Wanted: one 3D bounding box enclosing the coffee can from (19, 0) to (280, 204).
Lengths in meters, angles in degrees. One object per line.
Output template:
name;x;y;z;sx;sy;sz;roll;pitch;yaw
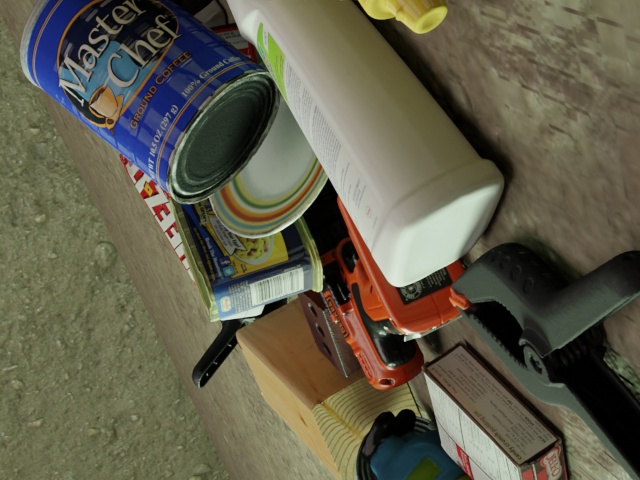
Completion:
coffee can;-0.111;-0.106;0.700;0.140;0.102;0.103;39;159;18

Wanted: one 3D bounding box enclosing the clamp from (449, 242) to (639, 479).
clamp;0.129;0.063;0.539;0.164;0.036;0.210;66;167;-16

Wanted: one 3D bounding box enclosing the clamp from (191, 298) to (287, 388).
clamp;-0.086;0.093;1.168;0.039;0.120;0.171;100;163;-48

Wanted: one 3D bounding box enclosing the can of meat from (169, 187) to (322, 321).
can of meat;-0.055;0.001;0.773;0.057;0.084;0.102;90;159;-57

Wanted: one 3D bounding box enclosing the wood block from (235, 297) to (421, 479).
wood block;0.004;0.134;1.008;0.206;0.090;0.091;32;147;63

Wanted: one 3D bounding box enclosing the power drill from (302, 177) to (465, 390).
power drill;0.033;0.009;0.738;0.184;0.057;0.188;63;168;8

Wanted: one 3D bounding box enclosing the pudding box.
pudding box;0.119;0.135;0.716;0.114;0.039;0.090;43;157;46

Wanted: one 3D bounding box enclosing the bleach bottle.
bleach bottle;0.005;-0.100;0.610;0.251;0.068;0.102;58;165;20

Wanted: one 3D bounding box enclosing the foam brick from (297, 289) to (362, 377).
foam brick;0.020;0.062;0.890;0.053;0.051;0.078;41;155;54
